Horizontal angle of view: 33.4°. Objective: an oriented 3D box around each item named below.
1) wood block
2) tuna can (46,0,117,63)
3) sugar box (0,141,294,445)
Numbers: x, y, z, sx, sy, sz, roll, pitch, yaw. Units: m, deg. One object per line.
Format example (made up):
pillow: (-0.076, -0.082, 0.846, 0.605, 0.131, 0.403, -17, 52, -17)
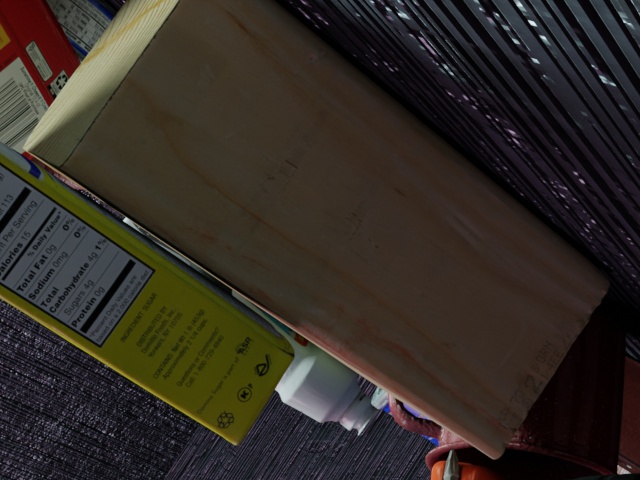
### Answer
wood block: (0.001, -0.011, 0.420, 0.206, 0.090, 0.091, 36, 175, -24)
tuna can: (-0.149, -0.128, 0.586, 0.086, 0.034, 0.086, 33, 175, 3)
sugar box: (-0.098, 0.000, 0.369, 0.176, 0.048, 0.093, 35, 174, -26)
